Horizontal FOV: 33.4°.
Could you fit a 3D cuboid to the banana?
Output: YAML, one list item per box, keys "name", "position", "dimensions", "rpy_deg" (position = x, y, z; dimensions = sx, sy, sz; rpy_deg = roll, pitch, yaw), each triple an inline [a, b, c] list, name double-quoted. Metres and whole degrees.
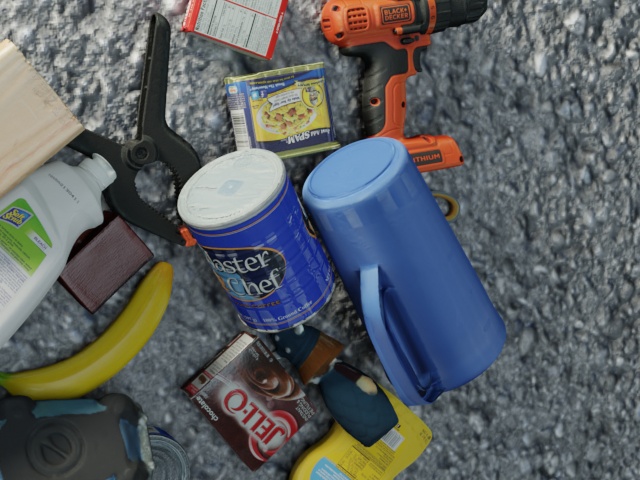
- name: "banana"
  position: [-0.207, 0.096, 0.981]
  dimensions: [0.197, 0.037, 0.069]
  rpy_deg: [-33, 110, -19]

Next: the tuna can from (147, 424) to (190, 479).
- name: "tuna can"
  position: [-0.169, 0.221, 1.019]
  dimensions: [0.086, 0.034, 0.086]
  rpy_deg: [-4, 99, -26]

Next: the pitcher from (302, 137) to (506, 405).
- name: "pitcher"
  position: [0.077, 0.031, 1.032]
  dimensions: [0.145, 0.149, 0.242]
  rpy_deg: [-35, 120, -9]

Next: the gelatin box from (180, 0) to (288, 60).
- name: "gelatin box"
  position: [-0.079, -0.218, 1.004]
  dimensions: [0.089, 0.030, 0.073]
  rpy_deg: [15, 92, -27]

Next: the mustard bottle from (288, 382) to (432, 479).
- name: "mustard bottle"
  position: [0.024, 0.244, 1.102]
  dimensions: [0.096, 0.058, 0.191]
  rpy_deg: [43, 78, -15]

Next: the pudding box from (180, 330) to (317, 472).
- name: "pudding box"
  position: [-0.070, 0.159, 1.056]
  dimensions: [0.090, 0.039, 0.113]
  rpy_deg: [-43, 113, -15]

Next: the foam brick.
- name: "foam brick"
  position: [-0.201, 0.019, 0.965]
  dimensions: [0.078, 0.053, 0.051]
  rpy_deg: [-46, 114, -15]

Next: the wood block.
- name: "wood block"
  position: [-0.303, -0.063, 0.865]
  dimensions: [0.206, 0.091, 0.090]
  rpy_deg: [-40, 111, -6]

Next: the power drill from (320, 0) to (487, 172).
- name: "power drill"
  position: [0.096, -0.164, 1.085]
  dimensions: [0.184, 0.057, 0.187]
  rpy_deg: [-12, 100, -21]

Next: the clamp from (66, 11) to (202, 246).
- name: "clamp"
  position: [-0.162, -0.091, 0.975]
  dimensions: [0.164, 0.036, 0.210]
  rpy_deg: [-38, 111, -9]

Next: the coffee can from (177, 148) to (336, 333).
- name: "coffee can"
  position: [-0.056, 0.001, 0.984]
  dimensions: [0.102, 0.103, 0.140]
  rpy_deg: [-39, 129, -17]

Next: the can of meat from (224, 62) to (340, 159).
- name: "can of meat"
  position: [-0.038, -0.122, 1.023]
  dimensions: [0.102, 0.058, 0.084]
  rpy_deg: [-14, 101, -25]

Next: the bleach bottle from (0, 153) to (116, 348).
- name: "bleach bottle"
  position: [-0.263, 0.025, 0.890]
  dimensions: [0.102, 0.068, 0.250]
  rpy_deg: [46, 68, -7]
